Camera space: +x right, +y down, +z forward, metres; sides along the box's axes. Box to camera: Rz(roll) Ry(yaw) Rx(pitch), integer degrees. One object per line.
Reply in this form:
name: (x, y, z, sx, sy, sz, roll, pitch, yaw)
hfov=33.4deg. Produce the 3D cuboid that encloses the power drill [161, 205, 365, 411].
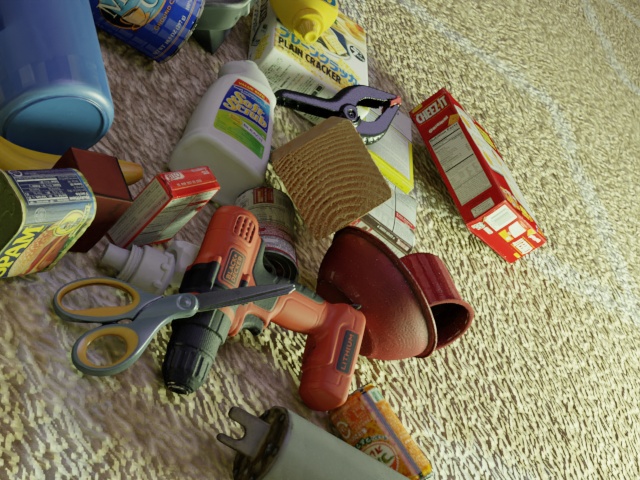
power drill: (-0.050, 0.084, 0.973, 0.187, 0.058, 0.184, 36, 56, -31)

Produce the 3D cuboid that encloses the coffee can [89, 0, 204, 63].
coffee can: (-0.212, -0.273, 1.172, 0.140, 0.103, 0.103, 28, 35, -30)

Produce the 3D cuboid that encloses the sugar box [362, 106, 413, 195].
sugar box: (0.077, -0.131, 1.430, 0.093, 0.048, 0.176, 36, 28, -20)

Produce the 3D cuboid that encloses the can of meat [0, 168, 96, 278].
can of meat: (-0.237, -0.013, 0.838, 0.057, 0.102, 0.083, 55, 29, 15)

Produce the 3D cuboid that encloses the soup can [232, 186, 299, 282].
soup can: (-0.057, 0.001, 1.080, 0.068, 0.069, 0.102, 30, 34, -27)

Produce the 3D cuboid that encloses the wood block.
wood block: (0.007, -0.071, 1.124, 0.091, 0.090, 0.206, 59, 1, -8)

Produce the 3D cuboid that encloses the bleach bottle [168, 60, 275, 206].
bleach bottle: (-0.101, -0.140, 1.199, 0.102, 0.068, 0.250, 35, 30, -21)

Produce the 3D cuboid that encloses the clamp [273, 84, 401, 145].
clamp: (0.030, -0.139, 1.320, 0.171, 0.039, 0.120, -12, 84, -25)

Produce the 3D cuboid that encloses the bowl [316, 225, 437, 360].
bowl: (0.045, 0.066, 1.090, 0.055, 0.162, 0.162, -33, 79, -22)

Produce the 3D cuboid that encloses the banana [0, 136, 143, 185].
banana: (-0.242, -0.066, 0.927, 0.197, 0.070, 0.037, 19, 55, -54)

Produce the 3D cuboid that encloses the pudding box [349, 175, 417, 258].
pudding box: (0.075, -0.034, 1.319, 0.090, 0.039, 0.113, 36, 30, -17)

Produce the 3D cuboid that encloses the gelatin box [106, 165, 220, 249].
gelatin box: (-0.145, -0.030, 0.984, 0.030, 0.089, 0.073, 54, 31, 11)

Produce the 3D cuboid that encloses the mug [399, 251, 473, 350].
mug: (0.118, 0.074, 1.210, 0.117, 0.093, 0.081, 60, 6, -51)

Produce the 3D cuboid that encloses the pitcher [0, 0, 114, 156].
pitcher: (-0.277, -0.200, 0.982, 0.149, 0.145, 0.243, -11, 61, -20)

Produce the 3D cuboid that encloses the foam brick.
foam brick: (-0.209, -0.033, 0.920, 0.052, 0.078, 0.051, 10, 46, -49)

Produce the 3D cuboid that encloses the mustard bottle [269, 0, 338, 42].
mustard bottle: (-0.025, -0.317, 1.375, 0.096, 0.058, 0.191, 21, 39, -29)

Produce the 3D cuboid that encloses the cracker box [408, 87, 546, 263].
cracker box: (0.221, -0.090, 1.509, 0.164, 0.072, 0.214, 33, 29, -53)

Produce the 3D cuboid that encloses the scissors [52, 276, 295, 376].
scissors: (-0.120, 0.071, 0.883, 0.201, 0.016, 0.096, 5, 59, -9)
